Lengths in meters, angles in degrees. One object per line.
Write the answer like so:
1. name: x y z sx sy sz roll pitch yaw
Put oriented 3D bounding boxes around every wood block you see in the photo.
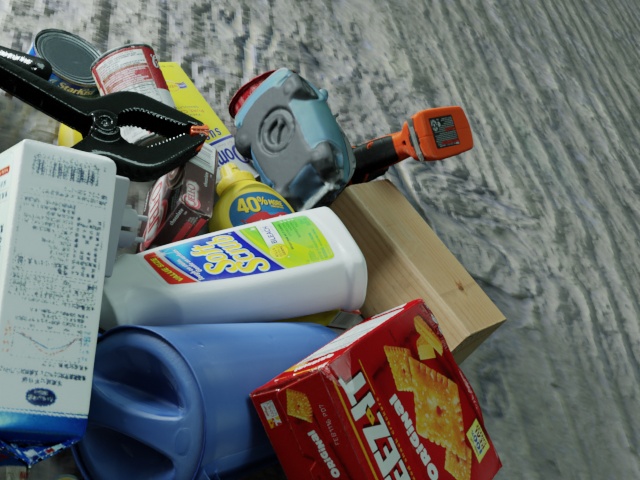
1. wood block: 0.089 0.041 1.155 0.206 0.090 0.090 52 33 18

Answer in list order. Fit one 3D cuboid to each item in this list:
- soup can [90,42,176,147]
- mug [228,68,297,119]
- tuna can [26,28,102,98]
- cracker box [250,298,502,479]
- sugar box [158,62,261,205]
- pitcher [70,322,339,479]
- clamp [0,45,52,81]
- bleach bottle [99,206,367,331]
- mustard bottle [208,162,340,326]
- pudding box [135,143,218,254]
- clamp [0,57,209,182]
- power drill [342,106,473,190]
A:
1. soup can: -0.182 -0.137 1.071 0.068 0.069 0.102 -8 70 -50
2. mug: -0.041 -0.137 1.243 0.117 0.093 0.081 7 48 -57
3. tuna can: -0.265 -0.180 1.113 0.086 0.034 0.086 27 35 -20
4. cracker box: 0.053 0.150 0.828 0.213 0.072 0.164 -23 88 -63
5. sugar box: -0.146 -0.116 1.145 0.176 0.048 0.093 50 33 18
6. pitcher: -0.064 0.132 0.837 0.242 0.145 0.149 0 84 -57
7. clamp: -0.332 -0.176 1.014 0.171 0.120 0.039 23 77 -5
8. bleach bottle: -0.093 0.039 0.919 0.250 0.068 0.103 -13 42 -19
9. mustard bottle: -0.057 0.001 1.041 0.096 0.058 0.192 -3 53 -36
10. pudding box: -0.136 -0.034 1.015 0.039 0.090 0.113 29 33 -20
11. clamp: -0.203 -0.102 0.947 0.209 0.036 0.164 -8 62 -33
12. power drill: 0.079 -0.100 1.233 0.184 0.188 0.057 -21 91 -53
